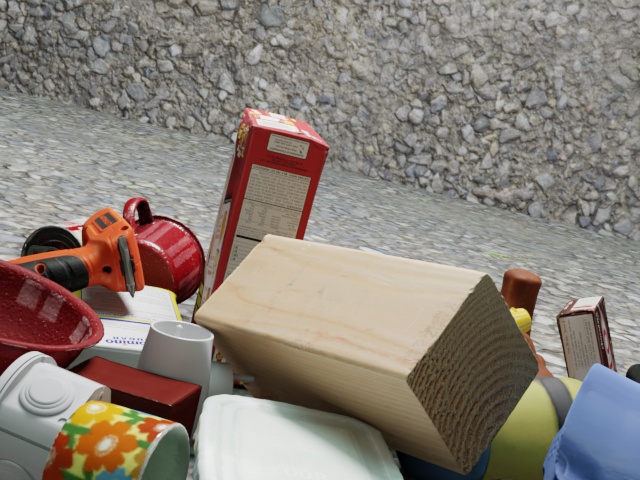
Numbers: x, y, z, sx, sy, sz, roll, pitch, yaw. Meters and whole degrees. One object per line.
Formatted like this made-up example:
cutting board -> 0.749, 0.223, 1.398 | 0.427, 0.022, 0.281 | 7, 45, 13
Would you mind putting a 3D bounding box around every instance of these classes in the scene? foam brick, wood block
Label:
foam brick -> -0.124, 0.112, 0.677 | 0.078, 0.053, 0.051 | 13, 9, 11
wood block -> 0.025, 0.067, 0.702 | 0.207, 0.090, 0.090 | 10, -39, 49

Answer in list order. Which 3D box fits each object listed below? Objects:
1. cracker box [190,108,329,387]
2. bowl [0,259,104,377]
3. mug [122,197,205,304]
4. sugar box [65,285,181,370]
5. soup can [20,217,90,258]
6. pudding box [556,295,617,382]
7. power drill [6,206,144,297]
cracker box -> -0.056, 0.001, 0.924 | 0.072, 0.214, 0.164 | 13, 10, -9
bowl -> -0.224, 0.056, 0.682 | 0.162, 0.055, 0.162 | 22, 10, -4
mug -> -0.164, 0.017, 1.003 | 0.093, 0.117, 0.081 | -5, 12, 10
sugar box -> -0.158, 0.078, 0.858 | 0.093, 0.048, 0.176 | 9, 14, -14
soup can -> -0.239, 0.014, 1.051 | 0.068, 0.068, 0.102 | 15, 9, 12
pudding box -> 0.248, 0.113, 0.977 | 0.039, 0.113, 0.090 | -12, 1, 20
power drill -> -0.247, 0.024, 0.861 | 0.187, 0.057, 0.185 | -16, 21, -19
